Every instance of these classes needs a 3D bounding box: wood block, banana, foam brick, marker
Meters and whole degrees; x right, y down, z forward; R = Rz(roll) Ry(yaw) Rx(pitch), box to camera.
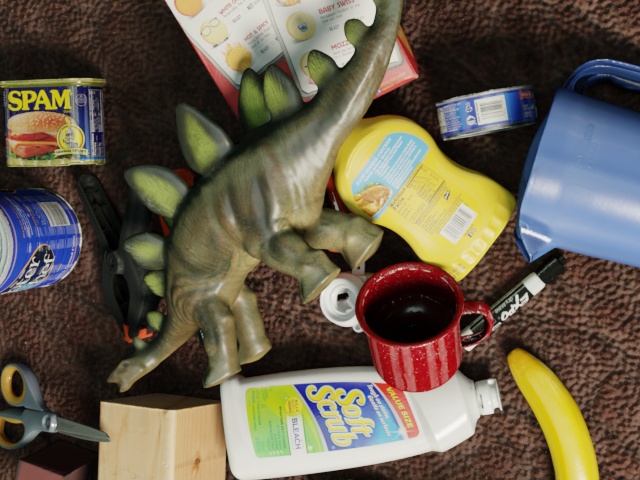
[{"bbox_3d":[-0.150,0.255,1.008,0.090,0.090,0.206,1,89,29],"label":"wood block"},{"bbox_3d":[0.211,0.193,0.952,0.070,0.037,0.198,-6,92,14],"label":"banana"},{"bbox_3d":[-0.263,0.239,1.061,0.051,0.078,0.053,16,99,13],"label":"foam brick"},{"bbox_3d":[0.174,0.055,0.963,0.121,0.020,0.020,-42,83,13],"label":"marker"}]

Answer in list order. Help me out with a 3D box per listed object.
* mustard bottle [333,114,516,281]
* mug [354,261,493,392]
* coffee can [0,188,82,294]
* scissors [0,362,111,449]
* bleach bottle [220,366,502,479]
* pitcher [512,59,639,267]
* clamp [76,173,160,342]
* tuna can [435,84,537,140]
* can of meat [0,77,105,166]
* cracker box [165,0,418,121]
[{"bbox_3d":[0.070,-0.054,0.940,0.191,0.058,0.096,35,100,-6],"label":"mustard bottle"},{"bbox_3d":[0.093,0.078,0.935,0.117,0.081,0.093,-10,48,4],"label":"mug"},{"bbox_3d":[-0.307,0.001,1.025,0.103,0.140,0.103,1,93,15],"label":"coffee can"},{"bbox_3d":[-0.268,0.159,1.047,0.202,0.016,0.096,-18,74,42],"label":"scissors"},{"bbox_3d":[0.038,0.155,0.982,0.251,0.068,0.102,-12,74,10],"label":"bleach bottle"},{"bbox_3d":[0.290,-0.043,0.877,0.243,0.144,0.149,16,120,10],"label":"pitcher"},{"bbox_3d":[-0.196,0.010,1.041,0.120,0.039,0.171,17,110,51],"label":"clamp"},{"bbox_3d":[0.145,-0.110,0.927,0.086,0.086,0.034,-10,92,15],"label":"tuna can"},{"bbox_3d":[-0.262,-0.116,1.051,0.102,0.057,0.084,0,96,15],"label":"can of meat"},{"bbox_3d":[-0.033,-0.207,0.934,0.164,0.072,0.213,-25,114,15],"label":"cracker box"}]
